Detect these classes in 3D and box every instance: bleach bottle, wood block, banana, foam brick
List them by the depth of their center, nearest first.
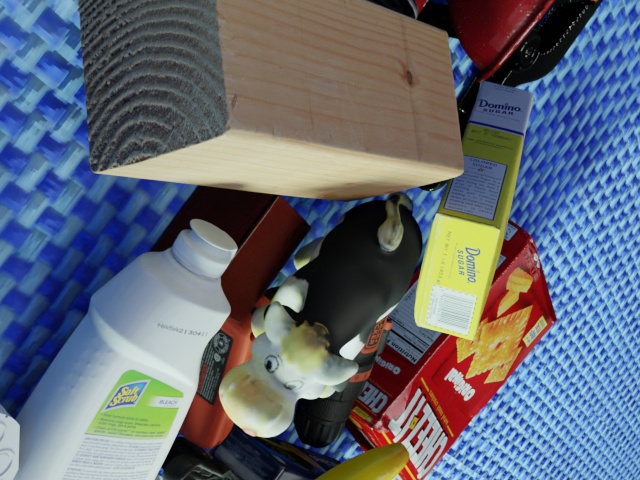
[{"bbox_3d":[-0.017,-0.077,0.561,0.205,0.090,0.091,4,78,-53],"label":"wood block"},{"bbox_3d":[-0.117,0.099,0.602,0.102,0.068,0.251,13,115,-51],"label":"bleach bottle"},{"bbox_3d":[-0.054,0.001,0.647,0.078,0.051,0.053,-53,149,-5],"label":"foam brick"},{"bbox_3d":[-0.009,0.205,0.762,0.197,0.070,0.037,-34,104,-47],"label":"banana"}]

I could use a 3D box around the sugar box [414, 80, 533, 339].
[{"bbox_3d":[0.106,-0.025,0.717,0.176,0.048,0.093,-61,164,-50],"label":"sugar box"}]

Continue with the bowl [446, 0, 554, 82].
[{"bbox_3d":[0.125,-0.178,0.658,0.162,0.055,0.162,-54,-177,3],"label":"bowl"}]

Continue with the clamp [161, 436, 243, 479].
[{"bbox_3d":[-0.059,0.173,0.698,0.039,0.120,0.171,-42,-174,-8],"label":"clamp"}]

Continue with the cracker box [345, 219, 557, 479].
[{"bbox_3d":[0.111,0.097,0.934,0.213,0.072,0.164,-48,146,-12],"label":"cracker box"}]

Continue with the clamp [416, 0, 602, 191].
[{"bbox_3d":[0.137,-0.149,0.784,0.209,0.036,0.164,-41,145,-17],"label":"clamp"}]

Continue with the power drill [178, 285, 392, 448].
[{"bbox_3d":[-0.024,0.085,0.759,0.187,0.057,0.184,-12,123,-52],"label":"power drill"}]
